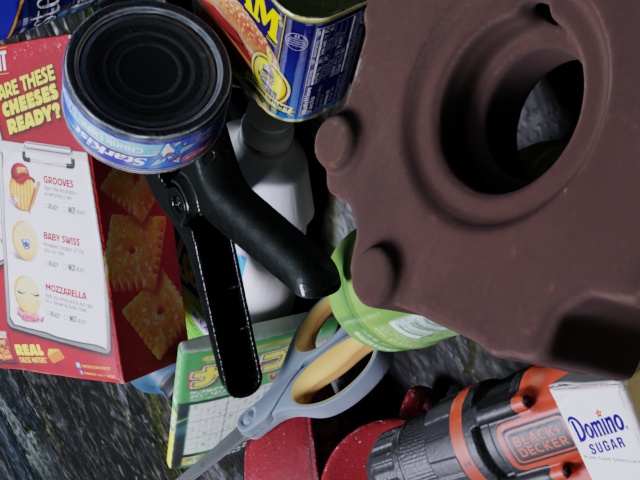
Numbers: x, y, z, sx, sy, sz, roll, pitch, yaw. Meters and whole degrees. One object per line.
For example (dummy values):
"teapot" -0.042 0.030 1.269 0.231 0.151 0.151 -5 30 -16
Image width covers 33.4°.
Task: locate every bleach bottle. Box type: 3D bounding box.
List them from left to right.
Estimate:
"bleach bottle" -0.055 0.001 0.703 0.103 0.068 0.251 51 148 26

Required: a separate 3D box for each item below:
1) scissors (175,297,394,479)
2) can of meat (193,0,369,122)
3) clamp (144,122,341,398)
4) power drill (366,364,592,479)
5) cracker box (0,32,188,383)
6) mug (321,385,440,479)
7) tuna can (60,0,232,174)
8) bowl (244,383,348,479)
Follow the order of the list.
"scissors" -0.033 0.094 0.666 0.202 0.096 0.016 -31 126 33
"can of meat" -0.021 -0.121 0.538 0.102 0.057 0.084 52 154 21
"clamp" -0.066 -0.016 0.612 0.210 0.036 0.165 58 149 22
"power drill" 0.123 0.145 0.485 0.185 0.057 0.187 -30 91 43
"cracker box" -0.176 -0.022 0.704 0.164 0.071 0.214 0 101 37
"mug" 0.051 0.139 0.603 0.093 0.117 0.081 6 155 21
"tuna can" -0.088 -0.079 0.541 0.086 0.086 0.034 55 155 14
"bowl" -0.010 0.167 0.692 0.162 0.055 0.162 -13 -90 -83
